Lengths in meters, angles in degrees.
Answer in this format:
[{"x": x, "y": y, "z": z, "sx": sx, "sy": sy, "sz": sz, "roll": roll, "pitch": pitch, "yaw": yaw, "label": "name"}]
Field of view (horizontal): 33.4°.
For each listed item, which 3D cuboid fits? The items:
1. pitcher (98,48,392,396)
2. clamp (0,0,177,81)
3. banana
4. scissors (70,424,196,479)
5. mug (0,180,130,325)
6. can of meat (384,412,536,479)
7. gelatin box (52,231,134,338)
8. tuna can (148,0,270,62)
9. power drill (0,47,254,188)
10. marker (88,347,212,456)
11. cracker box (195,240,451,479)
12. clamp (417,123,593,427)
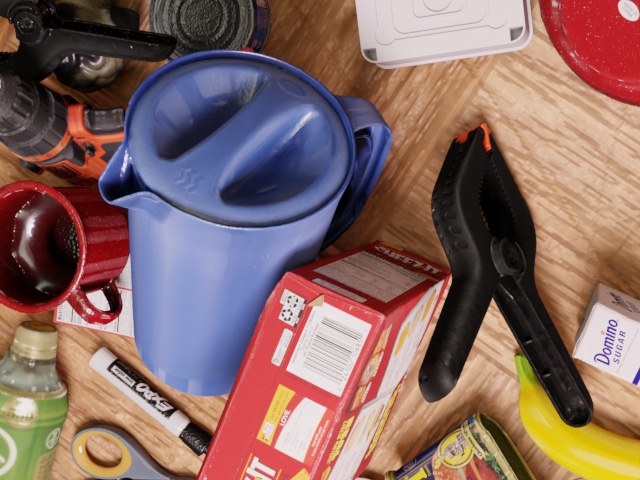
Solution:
[{"x": -0.055, "y": 0.001, "z": 0.700, "sx": 0.149, "sy": 0.145, "sz": 0.243, "roll": 19, "pitch": 144, "yaw": 2, "label": "pitcher"}, {"x": -0.192, "y": -0.162, "z": 0.724, "sx": 0.171, "sy": 0.039, "sz": 0.120, "roll": -12, "pitch": 106, "yaw": 14, "label": "clamp"}, {"x": 0.218, "y": 0.141, "z": 0.733, "sx": 0.198, "sy": 0.037, "sz": 0.070, "roll": 18, "pitch": 101, "yaw": 13, "label": "banana"}, {"x": -0.117, "y": 0.180, "z": 0.844, "sx": 0.202, "sy": 0.016, "sz": 0.096, "roll": -16, "pitch": 91, "yaw": 16, "label": "scissors"}, {"x": -0.184, "y": 0.011, "z": 0.777, "sx": 0.093, "sy": 0.081, "sz": 0.117, "roll": -42, "pitch": 81, "yaw": 16, "label": "mug"}, {"x": 0.107, "y": 0.183, "z": 0.745, "sx": 0.084, "sy": 0.057, "sz": 0.102, "roll": -39, "pitch": 54, "yaw": 13, "label": "can of meat"}, {"x": -0.161, "y": 0.034, "z": 0.832, "sx": 0.089, "sy": 0.030, "sz": 0.073, "roll": 10, "pitch": 99, "yaw": 17, "label": "gelatin box"}, {"x": -0.082, "y": -0.163, "z": 0.786, "sx": 0.086, "sy": 0.033, "sz": 0.086, "roll": 2, "pitch": 97, "yaw": 16, "label": "tuna can"}, {"x": -0.128, "y": -0.088, "z": 0.741, "sx": 0.188, "sy": 0.184, "sz": 0.057, "roll": -6, "pitch": 79, "yaw": 9, "label": "power drill"}, {"x": -0.131, "y": 0.128, "z": 0.840, "sx": 0.121, "sy": 0.020, "sz": 0.020, "roll": 38, "pitch": 104, "yaw": 9, "label": "marker"}, {"x": 0.007, "y": 0.092, "z": 0.696, "sx": 0.072, "sy": 0.213, "sz": 0.164, "roll": 25, "pitch": 102, "yaw": 13, "label": "cracker box"}, {"x": 0.107, "y": 0.020, "z": 0.699, "sx": 0.036, "sy": 0.164, "sz": 0.210, "roll": -25, "pitch": 67, "yaw": 39, "label": "clamp"}]
